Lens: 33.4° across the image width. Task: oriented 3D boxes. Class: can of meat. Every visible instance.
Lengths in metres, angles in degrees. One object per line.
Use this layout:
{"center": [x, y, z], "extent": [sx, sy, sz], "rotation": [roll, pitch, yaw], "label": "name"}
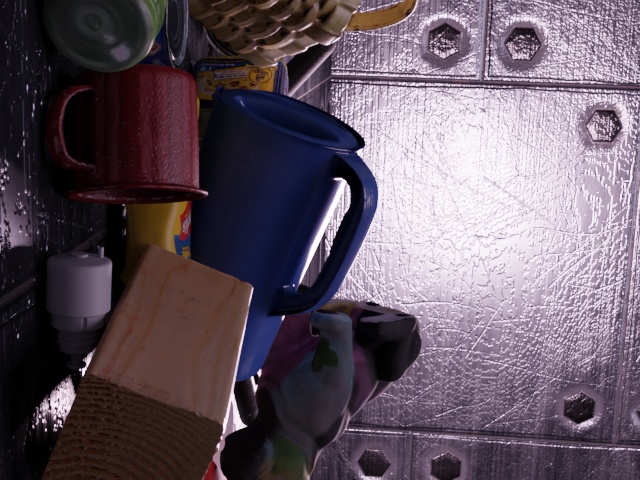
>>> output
{"center": [-0.083, -0.138, 1.066], "extent": [0.057, 0.102, 0.084], "rotation": [86, 6, -52], "label": "can of meat"}

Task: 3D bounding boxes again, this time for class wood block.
{"center": [-0.108, 0.092, 0.716], "extent": [0.206, 0.090, 0.091], "rotation": [-86, -160, -70], "label": "wood block"}

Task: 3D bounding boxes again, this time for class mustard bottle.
{"center": [-0.128, -0.021, 0.842], "extent": [0.096, 0.058, 0.192], "rotation": [-115, -152, -83], "label": "mustard bottle"}

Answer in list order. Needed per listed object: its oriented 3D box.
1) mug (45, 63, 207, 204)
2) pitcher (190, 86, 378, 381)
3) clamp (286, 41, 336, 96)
{"center": [-0.130, -0.069, 0.698], "extent": [0.117, 0.093, 0.081], "rotation": [3, 84, -49], "label": "mug"}
{"center": [-0.056, 0.001, 0.917], "extent": [0.149, 0.145, 0.243], "rotation": [-107, -144, -67], "label": "pitcher"}
{"center": [-0.075, -0.155, 1.201], "extent": [0.210, 0.036, 0.165], "rotation": [-61, -145, 4], "label": "clamp"}
